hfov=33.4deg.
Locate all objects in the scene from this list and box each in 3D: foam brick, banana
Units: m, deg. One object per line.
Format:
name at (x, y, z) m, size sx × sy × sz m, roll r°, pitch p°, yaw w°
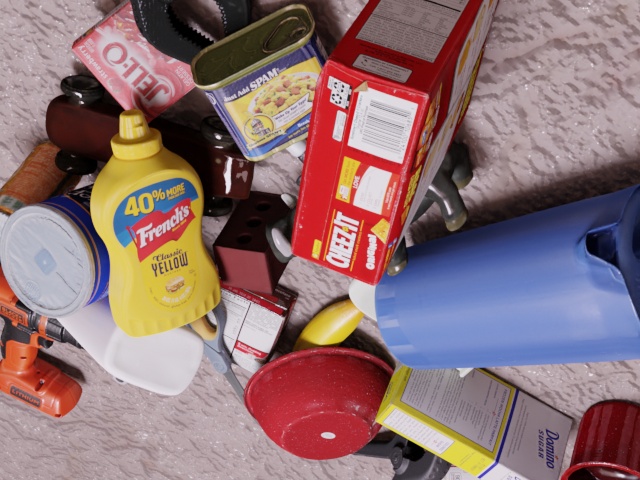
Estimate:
foam brick at (-0.056, 0.001, 0.971) m, size 0.053 × 0.078 × 0.051 m, roll 9°, pitch 136°, yaw 19°
banana at (0.003, 0.121, 1.091) m, size 0.069 × 0.037 × 0.198 m, roll -1°, pitch 138°, yaw -6°

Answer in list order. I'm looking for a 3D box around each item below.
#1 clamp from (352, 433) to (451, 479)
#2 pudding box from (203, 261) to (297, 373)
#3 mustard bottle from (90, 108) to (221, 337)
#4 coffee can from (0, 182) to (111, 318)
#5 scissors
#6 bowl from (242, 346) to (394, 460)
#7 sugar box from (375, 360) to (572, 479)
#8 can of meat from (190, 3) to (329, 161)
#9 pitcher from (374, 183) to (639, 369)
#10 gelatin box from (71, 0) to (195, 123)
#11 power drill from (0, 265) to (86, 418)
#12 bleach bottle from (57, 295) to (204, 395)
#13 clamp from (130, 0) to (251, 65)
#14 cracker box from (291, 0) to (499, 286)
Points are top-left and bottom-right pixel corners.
clamp at (0.087, 0.226, 1.122) m, size 0.039 × 0.120 × 0.172 m, roll 13°, pitch 126°, yaw -38°
pudding box at (-0.082, 0.080, 1.089) m, size 0.090 × 0.039 × 0.114 m, roll 27°, pitch 136°, yaw 4°
mustard bottle at (-0.143, -0.018, 0.901) m, size 0.058 × 0.096 × 0.191 m, roll 32°, pitch 136°, yaw 52°
coffee can at (-0.207, 0.000, 0.978) m, size 0.103 × 0.140 × 0.103 m, roll 9°, pitch 110°, yaw 26°
scissors at (-0.121, 0.117, 1.103) m, size 0.096 × 0.016 × 0.202 m, roll 8°, pitch 132°, yaw 26°
bowl at (0.003, 0.176, 1.082) m, size 0.162 × 0.055 × 0.162 m, roll -4°, pitch 138°, yaw -3°
sugar box at (0.148, 0.173, 1.022) m, size 0.176 × 0.093 × 0.048 m, roll 32°, pitch 139°, yaw -4°
can of meat at (-0.036, -0.121, 0.832) m, size 0.102 × 0.057 × 0.084 m, roll -26°, pitch 130°, yaw 6°
pitcher at (0.174, 0.044, 0.871) m, size 0.243 × 0.144 × 0.149 m, roll -12°, pitch 112°, yaw 39°
gelatin box at (-0.148, -0.149, 0.880) m, size 0.073 × 0.030 × 0.089 m, roll -37°, pitch 113°, yaw 5°
power drill at (-0.315, 0.123, 1.232) m, size 0.184 × 0.057 × 0.188 m, roll 26°, pitch 135°, yaw 13°
bleach bottle at (-0.217, 0.074, 1.072) m, size 0.102 × 0.068 × 0.251 m, roll 26°, pitch 179°, yaw -36°
clamp at (-0.125, -0.202, 0.814) m, size 0.165 × 0.036 × 0.210 m, roll -19°, pitch 127°, yaw 13°
cracker box at (0.057, -0.102, 0.713) m, size 0.072 × 0.213 × 0.164 m, roll 21°, pitch 137°, yaw 9°
